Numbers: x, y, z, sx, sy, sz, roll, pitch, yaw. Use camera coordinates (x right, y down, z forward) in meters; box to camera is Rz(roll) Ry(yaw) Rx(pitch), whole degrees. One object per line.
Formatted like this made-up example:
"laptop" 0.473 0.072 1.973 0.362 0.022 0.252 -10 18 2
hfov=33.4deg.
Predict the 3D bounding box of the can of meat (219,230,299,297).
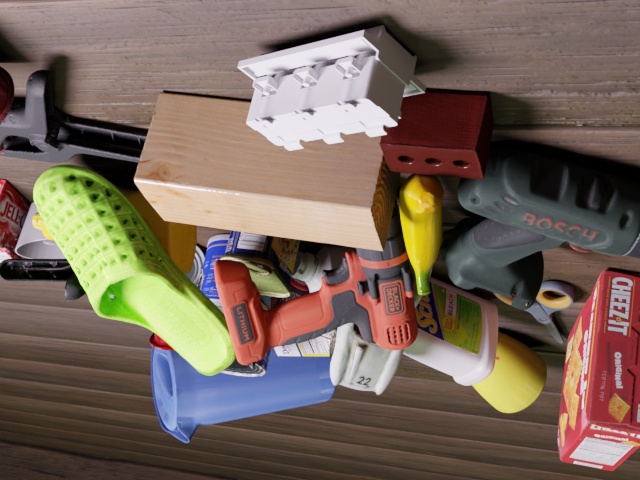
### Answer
"can of meat" -0.057 0.001 1.101 0.057 0.084 0.102 7 159 17

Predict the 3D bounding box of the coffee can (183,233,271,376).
"coffee can" -0.097 0.076 1.241 0.103 0.140 0.103 11 160 4

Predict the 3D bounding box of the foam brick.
"foam brick" 0.092 -0.083 0.834 0.078 0.051 0.053 6 159 18

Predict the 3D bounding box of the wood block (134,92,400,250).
"wood block" -0.041 -0.059 0.923 0.206 0.091 0.090 7 159 14

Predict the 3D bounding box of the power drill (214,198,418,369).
"power drill" -0.003 0.038 1.022 0.187 0.057 0.184 -12 116 -1

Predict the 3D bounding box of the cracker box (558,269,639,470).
"cracker box" 0.306 0.144 1.143 0.072 0.164 0.213 8 159 8

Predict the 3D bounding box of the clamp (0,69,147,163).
"clamp" -0.258 -0.108 1.000 0.210 0.036 0.164 1 159 35

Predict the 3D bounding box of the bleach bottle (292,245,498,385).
"bleach bottle" 0.079 0.076 1.187 0.250 0.102 0.068 22 149 -22

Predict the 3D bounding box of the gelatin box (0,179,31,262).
"gelatin box" -0.371 -0.021 1.248 0.030 0.073 0.089 7 158 14

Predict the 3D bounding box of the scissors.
"scissors" 0.268 0.082 1.215 0.096 0.016 0.201 -5 153 40

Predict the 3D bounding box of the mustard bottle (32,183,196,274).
"mustard bottle" -0.229 -0.015 1.151 0.192 0.096 0.058 5 -166 24

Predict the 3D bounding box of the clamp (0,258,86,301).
"clamp" -0.261 0.039 1.205 0.120 0.039 0.171 23 -159 39

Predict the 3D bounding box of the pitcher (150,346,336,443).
"pitcher" -0.106 0.170 1.458 0.242 0.149 0.145 -5 -159 -23

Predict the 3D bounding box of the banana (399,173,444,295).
"banana" 0.092 -0.020 0.932 0.037 0.069 0.198 -16 155 -1
